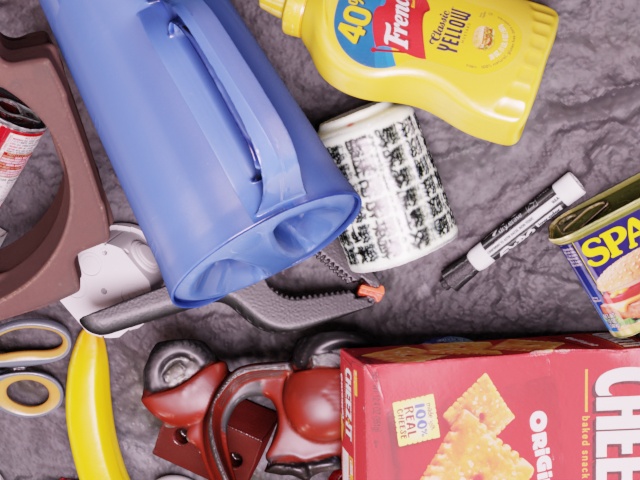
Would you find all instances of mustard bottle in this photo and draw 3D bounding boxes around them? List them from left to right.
[{"bbox_3d":[0.052,-0.134,0.699,0.192,0.058,0.096,19,69,8],"label":"mustard bottle"}]

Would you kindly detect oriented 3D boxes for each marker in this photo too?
[{"bbox_3d":[0.133,-0.004,0.752,0.121,0.020,0.020,-40,95,19],"label":"marker"}]

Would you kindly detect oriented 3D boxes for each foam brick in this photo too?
[{"bbox_3d":[-0.080,0.149,0.824,0.078,0.051,0.053,23,109,5],"label":"foam brick"}]

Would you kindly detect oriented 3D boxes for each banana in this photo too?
[{"bbox_3d":[-0.164,0.168,0.838,0.070,0.037,0.198,-28,79,22],"label":"banana"}]

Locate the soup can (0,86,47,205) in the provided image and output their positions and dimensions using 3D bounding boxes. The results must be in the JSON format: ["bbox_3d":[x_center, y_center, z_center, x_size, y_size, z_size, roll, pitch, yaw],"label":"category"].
[{"bbox_3d":[-0.255,-0.063,0.792,0.068,0.068,0.102,36,110,0],"label":"soup can"}]

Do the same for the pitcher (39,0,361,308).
[{"bbox_3d":[-0.084,-0.092,0.679,0.149,0.144,0.243,-36,75,26],"label":"pitcher"}]

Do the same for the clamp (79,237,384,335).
[{"bbox_3d":[-0.055,0.001,0.768,0.210,0.036,0.164,10,84,-6],"label":"clamp"}]

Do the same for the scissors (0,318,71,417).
[{"bbox_3d":[-0.293,0.112,0.846,0.201,0.016,0.096,-14,116,-3],"label":"scissors"}]

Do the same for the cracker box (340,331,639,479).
[{"bbox_3d":[0.123,0.151,0.716,0.213,0.072,0.164,-2,95,-12],"label":"cracker box"}]
